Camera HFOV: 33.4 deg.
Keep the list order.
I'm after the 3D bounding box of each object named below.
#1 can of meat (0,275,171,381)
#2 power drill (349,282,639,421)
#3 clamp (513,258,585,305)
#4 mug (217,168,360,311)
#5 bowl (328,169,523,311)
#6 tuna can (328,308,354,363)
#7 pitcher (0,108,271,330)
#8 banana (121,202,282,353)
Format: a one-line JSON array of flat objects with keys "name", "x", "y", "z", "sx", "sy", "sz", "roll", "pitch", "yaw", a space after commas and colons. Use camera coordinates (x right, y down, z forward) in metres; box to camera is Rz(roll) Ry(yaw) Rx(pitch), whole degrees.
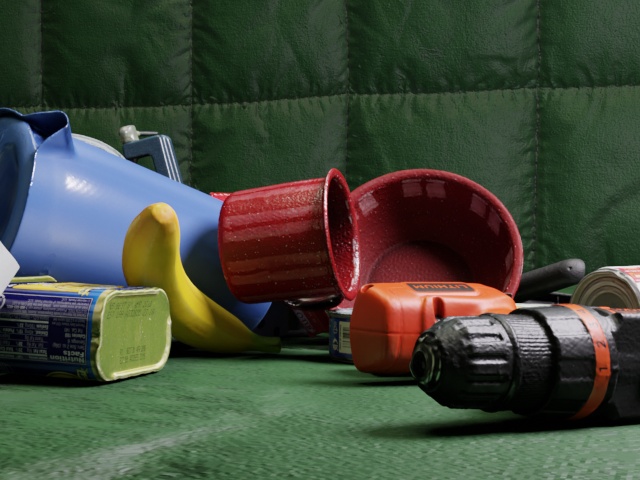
[{"name": "can of meat", "x": -0.146, "y": 0.052, "z": 0.634, "sx": 0.084, "sy": 0.057, "sz": 0.102, "roll": 2, "pitch": 0, "yaw": 16}, {"name": "power drill", "x": 0.091, "y": 0.055, "z": 0.549, "sx": 0.184, "sy": 0.057, "sz": 0.188, "roll": 5, "pitch": 0, "yaw": -27}, {"name": "clamp", "x": 0.205, "y": 0.062, "z": 1.131, "sx": 0.210, "sy": 0.036, "sz": 0.164, "roll": -8, "pitch": -23, "yaw": 33}, {"name": "mug", "x": -0.019, "y": 0.009, "z": 0.761, "sx": 0.081, "sy": 0.093, "sz": 0.117, "roll": -7, "pitch": -44, "yaw": 15}, {"name": "bowl", "x": 0.077, "y": 0.025, "z": 0.843, "sx": 0.162, "sy": 0.162, "sz": 0.055, "roll": 1, "pitch": -29, "yaw": 9}, {"name": "tuna can", "x": 0.048, "y": 0.066, "z": 0.741, "sx": 0.086, "sy": 0.034, "sz": 0.086, "roll": 1, "pitch": 0, "yaw": 0}, {"name": "pitcher", "x": -0.155, "y": 0.010, "z": 0.786, "sx": 0.149, "sy": 0.145, "sz": 0.242, "roll": -6, "pitch": -18, "yaw": 44}, {"name": "banana", "x": -0.091, "y": 0.032, "z": 0.711, "sx": 0.070, "sy": 0.037, "sz": 0.197, "roll": -18, "pitch": -33, "yaw": 11}]
